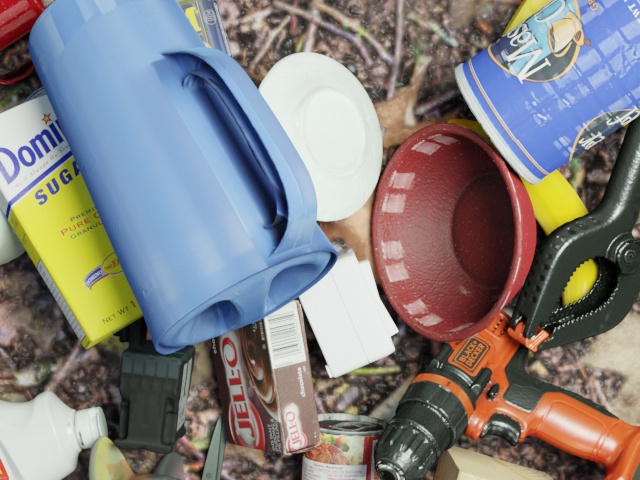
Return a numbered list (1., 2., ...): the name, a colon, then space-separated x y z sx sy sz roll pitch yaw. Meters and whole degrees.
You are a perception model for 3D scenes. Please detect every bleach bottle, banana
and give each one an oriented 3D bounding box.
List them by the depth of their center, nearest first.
1. banana: 0.171 -0.020 0.833 0.069 0.037 0.198 -29 91 0
2. bleach bottle: -0.296 0.161 0.839 0.251 0.068 0.102 -11 92 -1

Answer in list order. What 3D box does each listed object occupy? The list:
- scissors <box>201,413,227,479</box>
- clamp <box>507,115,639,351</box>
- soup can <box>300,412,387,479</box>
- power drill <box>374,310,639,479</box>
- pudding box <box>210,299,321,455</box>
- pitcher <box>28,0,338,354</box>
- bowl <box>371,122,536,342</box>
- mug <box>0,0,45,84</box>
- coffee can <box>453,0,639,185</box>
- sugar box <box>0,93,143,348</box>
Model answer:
1. scissors: -0.081 0.249 0.860 0.096 0.016 0.202 26 92 -1
2. clamp: 0.219 -0.004 0.793 0.210 0.036 0.164 -36 115 -8
3. soup can: 0.017 0.191 0.829 0.068 0.068 0.102 3 93 1
4. power drill: 0.149 0.145 0.764 0.188 0.184 0.057 31 137 15
5. pudding box: -0.045 0.103 0.816 0.039 0.090 0.113 -7 90 -35
6. pitcher: -0.095 -0.061 0.711 0.149 0.145 0.243 -31 77 7
7. bowl: 0.108 -0.006 0.799 0.055 0.162 0.162 -2 93 -36
8. mug: -0.257 -0.173 0.818 0.081 0.093 0.117 -33 122 -3
9. coffee can: 0.180 -0.119 0.746 0.140 0.102 0.103 -35 91 20
10. sugar box: -0.175 -0.020 0.781 0.093 0.048 0.176 -31 90 -23
